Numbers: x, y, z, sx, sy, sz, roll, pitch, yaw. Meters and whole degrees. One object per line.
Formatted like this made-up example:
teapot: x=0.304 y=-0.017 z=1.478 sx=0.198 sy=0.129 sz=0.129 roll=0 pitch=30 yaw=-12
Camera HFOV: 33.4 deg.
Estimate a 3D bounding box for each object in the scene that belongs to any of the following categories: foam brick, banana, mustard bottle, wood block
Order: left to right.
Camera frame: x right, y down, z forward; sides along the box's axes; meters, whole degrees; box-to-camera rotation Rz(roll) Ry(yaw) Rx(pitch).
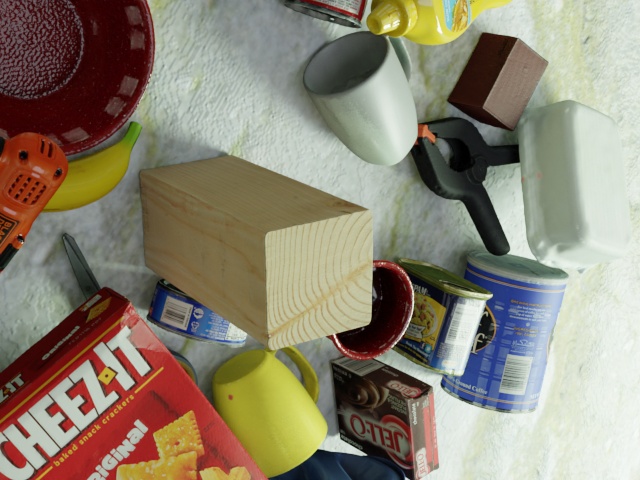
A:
banana: x=-0.226 y=-0.055 z=0.805 sx=0.197 sy=0.037 sz=0.069 roll=-4 pitch=80 yaw=-35
wood block: x=-0.055 y=0.002 z=0.827 sx=0.090 sy=0.206 sz=0.090 roll=-12 pitch=111 yaw=-31
mustard bottle: x=0.105 y=-0.224 z=0.927 sx=0.191 sy=0.058 sz=0.096 roll=-38 pitch=123 yaw=-36
foam brick: x=0.171 y=-0.152 z=1.023 sx=0.051 sy=0.053 sz=0.078 roll=29 pitch=88 yaw=-36

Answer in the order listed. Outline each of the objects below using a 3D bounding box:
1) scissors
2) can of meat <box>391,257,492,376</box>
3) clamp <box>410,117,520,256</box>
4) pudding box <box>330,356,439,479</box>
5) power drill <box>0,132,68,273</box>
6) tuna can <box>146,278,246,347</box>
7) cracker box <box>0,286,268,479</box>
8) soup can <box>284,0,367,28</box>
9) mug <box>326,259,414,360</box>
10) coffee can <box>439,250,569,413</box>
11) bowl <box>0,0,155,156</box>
scissors: x=-0.156 y=0.077 z=0.900 sx=0.096 sy=0.016 sz=0.202 roll=-16 pitch=114 yaw=-26
can of meat: x=0.107 y=0.073 z=1.023 sx=0.057 sy=0.102 sz=0.084 roll=10 pitch=101 yaw=-35
clamp: x=0.146 y=-0.058 z=1.041 sx=0.171 sy=0.039 sz=0.120 roll=19 pitch=75 yaw=-34
pudding box: x=0.061 y=0.165 z=1.014 sx=0.039 sy=0.114 sz=0.090 roll=-20 pitch=115 yaw=-32
power drill: x=-0.293 y=-0.030 z=0.729 sx=0.187 sy=0.057 sz=0.185 roll=28 pitch=117 yaw=-31
tuna can: x=-0.100 y=0.060 z=0.891 sx=0.086 sy=0.086 sz=0.034 roll=14 pitch=95 yaw=-36
cracker box: x=-0.158 y=0.171 z=0.831 sx=0.164 sy=0.072 sz=0.213 roll=-42 pitch=115 yaw=-19
soup can: x=0.016 y=-0.235 z=0.885 sx=0.068 sy=0.069 sz=0.102 roll=12 pitch=98 yaw=-36
mug: x=0.032 y=0.058 z=0.980 sx=0.117 sy=0.082 sz=0.093 roll=35 pitch=84 yaw=-36
coffee can: x=0.185 y=0.091 z=1.079 sx=0.102 sy=0.103 sz=0.140 roll=3 pitch=103 yaw=-34
bowl: x=-0.204 y=-0.143 z=0.775 sx=0.161 sy=0.055 sz=0.162 roll=-10 pitch=109 yaw=-31
